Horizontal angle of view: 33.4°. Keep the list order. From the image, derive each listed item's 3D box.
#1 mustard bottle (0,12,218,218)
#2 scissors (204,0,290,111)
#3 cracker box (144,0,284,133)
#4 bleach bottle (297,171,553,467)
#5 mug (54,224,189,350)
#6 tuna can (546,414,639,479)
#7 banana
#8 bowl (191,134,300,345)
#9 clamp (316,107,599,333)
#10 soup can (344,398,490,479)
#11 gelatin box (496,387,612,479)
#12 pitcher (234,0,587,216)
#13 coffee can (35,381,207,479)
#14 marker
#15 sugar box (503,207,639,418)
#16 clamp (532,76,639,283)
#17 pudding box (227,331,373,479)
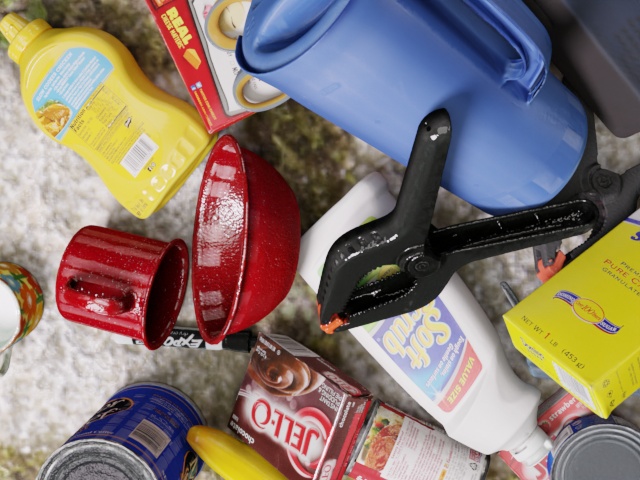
[{"bbox_3d":[-0.181,-0.113,0.855,0.191,0.058,0.096,42,111,0],"label":"mustard bottle"},{"bbox_3d":[-0.002,-0.180,0.765,0.096,0.016,0.202,43,103,-4],"label":"scissors"},{"bbox_3d":[-0.021,-0.200,0.810,0.214,0.072,0.164,-24,97,11],"label":"cracker box"},{"bbox_3d":[0.092,0.070,0.834,0.103,0.068,0.251,-44,87,15],"label":"bleach bottle"},{"bbox_3d":[-0.164,0.037,0.853,0.081,0.117,0.093,13,106,11],"label":"mug"},{"bbox_3d":[0.220,0.179,0.827,0.086,0.033,0.086,1,97,6],"label":"tuna can"},{"bbox_3d":[-0.033,0.218,0.886,0.198,0.069,0.037,44,85,-1],"label":"banana"},{"bbox_3d":[-0.055,0.001,0.824,0.055,0.162,0.162,4,102,-20],"label":"bowl"},{"bbox_3d":[0.064,-0.002,0.738,0.210,0.036,0.164,-33,133,28],"label":"clamp"},{"bbox_3d":[0.078,0.180,0.864,0.102,0.068,0.068,25,102,3],"label":"soup can"},{"bbox_3d":[0.198,0.167,0.862,0.089,0.030,0.073,-43,91,13],"label":"gelatin box"},{"bbox_3d":[0.077,-0.113,0.717,0.242,0.149,0.145,30,109,-33],"label":"pitcher"},{"bbox_3d":[-0.156,0.184,0.862,0.103,0.140,0.103,1,100,8],"label":"coffee can"},{"bbox_3d":[-0.113,0.082,0.900,0.121,0.020,0.020,3,100,8],"label":"marker"},{"bbox_3d":[0.222,0.032,0.725,0.176,0.093,0.048,-39,133,-8],"label":"sugar box"},{"bbox_3d":[0.199,-0.050,0.793,0.120,0.039,0.171,37,72,10],"label":"clamp"},{"bbox_3d":[-0.018,0.137,0.856,0.114,0.039,0.090,31,106,44],"label":"pudding box"}]
